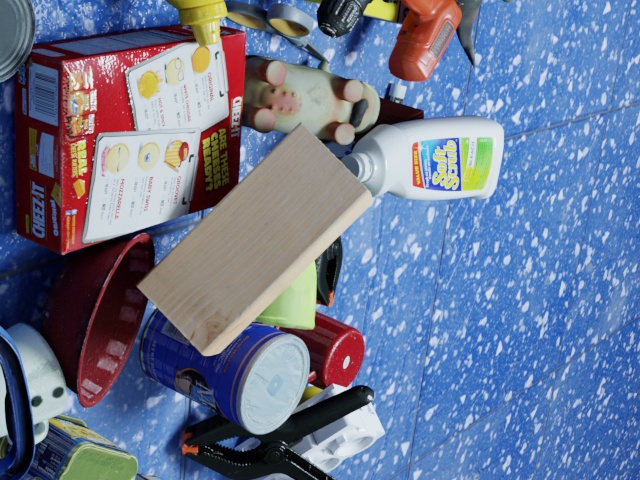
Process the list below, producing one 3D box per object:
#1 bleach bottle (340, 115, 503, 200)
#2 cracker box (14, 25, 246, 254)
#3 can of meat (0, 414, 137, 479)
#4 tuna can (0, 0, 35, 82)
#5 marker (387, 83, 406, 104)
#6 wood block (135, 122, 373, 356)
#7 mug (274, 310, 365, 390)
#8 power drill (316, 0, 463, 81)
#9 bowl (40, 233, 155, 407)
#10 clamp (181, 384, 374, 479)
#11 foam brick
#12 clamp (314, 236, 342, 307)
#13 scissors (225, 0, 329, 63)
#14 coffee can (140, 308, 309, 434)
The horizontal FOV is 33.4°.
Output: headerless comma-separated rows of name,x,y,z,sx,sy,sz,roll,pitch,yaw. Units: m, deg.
bleach bottle,0.109,-0.084,1.186,0.250,0.068,0.103,-13,118,-48
cracker box,-0.163,-0.096,0.932,0.213,0.072,0.164,-22,125,-48
can of meat,-0.229,0.200,0.982,0.102,0.084,0.057,35,78,-55
tuna can,-0.258,-0.161,0.799,0.085,0.034,0.086,-29,129,-44
marker,0.080,-0.130,1.296,0.020,0.020,0.121,3,104,-55
wood block,-0.056,0.001,0.977,0.206,0.091,0.090,-45,174,0
mug,-0.009,0.134,1.254,0.117,0.082,0.093,-30,129,-44
power drill,0.076,-0.248,1.112,0.184,0.057,0.187,-60,147,-14
bowl,-0.202,0.063,0.942,0.162,0.055,0.162,18,89,-84
clamp,-0.044,0.216,1.167,0.209,0.036,0.165,10,118,-11
foam brick,0.073,-0.129,1.236,0.052,0.078,0.051,-31,133,-42
clamp,0.007,-0.005,1.243,0.120,0.039,0.171,-46,147,-42
scissors,-0.042,-0.209,1.075,0.201,0.096,0.016,35,68,-86
coffee can,-0.096,0.121,1.074,0.102,0.140,0.103,-29,129,-44
